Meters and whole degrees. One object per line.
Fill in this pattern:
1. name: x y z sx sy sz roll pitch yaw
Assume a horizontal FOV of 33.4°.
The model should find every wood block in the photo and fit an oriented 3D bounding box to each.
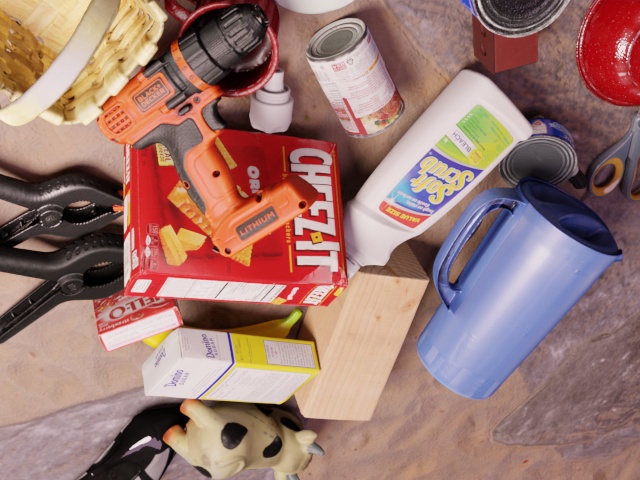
1. wood block: 0.038 0.101 1.237 0.090 0.091 0.206 7 121 -22

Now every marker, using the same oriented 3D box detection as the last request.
1. marker: 0.275 -0.098 1.226 0.020 0.020 0.121 -39 126 9

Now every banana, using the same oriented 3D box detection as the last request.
1. banana: -0.121 0.108 1.225 0.197 0.037 0.070 -3 117 -16

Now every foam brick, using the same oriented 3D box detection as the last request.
1. foam brick: 0.189 -0.220 1.093 0.051 0.053 0.078 -15 126 -9

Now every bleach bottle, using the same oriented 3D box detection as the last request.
1. bleach bottle: 0.107 -0.057 1.130 0.251 0.068 0.102 -49 119 -1

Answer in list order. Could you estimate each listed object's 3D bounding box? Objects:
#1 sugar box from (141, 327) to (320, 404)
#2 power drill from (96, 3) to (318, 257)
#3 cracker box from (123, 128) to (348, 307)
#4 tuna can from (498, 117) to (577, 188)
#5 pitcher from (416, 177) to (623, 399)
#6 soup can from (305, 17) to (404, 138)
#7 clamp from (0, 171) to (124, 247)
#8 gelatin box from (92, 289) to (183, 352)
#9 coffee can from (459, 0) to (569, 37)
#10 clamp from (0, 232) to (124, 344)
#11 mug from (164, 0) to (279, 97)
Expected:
1. sugar box: -0.100 0.141 1.190 0.175 0.048 0.093 12 141 -32
2. power drill: -0.083 -0.094 0.951 0.185 0.057 0.187 -32 99 21
3. cracker box: -0.085 -0.026 1.062 0.213 0.164 0.072 4 157 -20
4. tuna can: 0.241 -0.095 1.190 0.086 0.033 0.086 2 137 2
5. pitcher: 0.203 0.055 1.187 0.144 0.149 0.243 -15 143 -58
6. soup can: 0.035 -0.163 1.071 0.068 0.068 0.102 -29 127 2
7. clamp: -0.278 -0.038 1.064 0.171 0.039 0.120 -15 145 -13
8. gelatin box: -0.198 0.075 1.151 0.089 0.073 0.030 -20 126 -4
9. coffee can: 0.163 -0.265 0.998 0.102 0.140 0.103 -9 125 -13
10. clamp: -0.268 0.031 1.104 0.210 0.036 0.164 -18 147 -9
11. mug: -0.091 -0.198 0.989 0.117 0.081 0.093 27 122 -14
